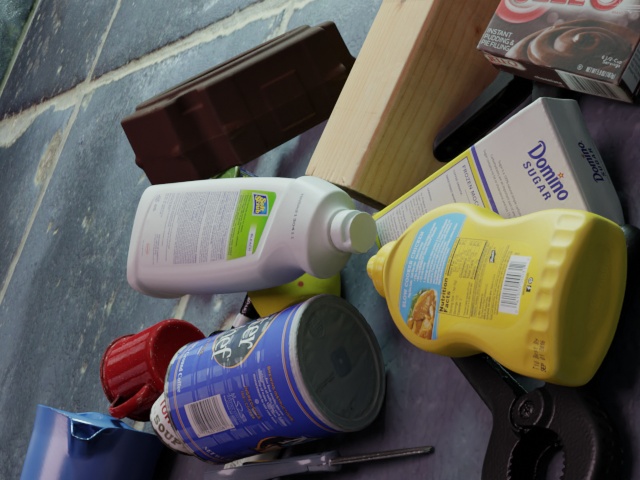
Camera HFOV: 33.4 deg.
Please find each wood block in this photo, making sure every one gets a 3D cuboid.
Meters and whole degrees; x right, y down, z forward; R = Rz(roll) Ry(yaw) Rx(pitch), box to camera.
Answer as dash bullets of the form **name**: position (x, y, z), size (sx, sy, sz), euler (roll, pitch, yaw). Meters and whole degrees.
- **wood block**: position (0.081, -0.123, 0.846), size (0.206, 0.090, 0.091), euler (-66, 26, 0)

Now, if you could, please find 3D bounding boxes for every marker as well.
- **marker**: position (-0.085, 0.102, 1.031), size (0.121, 0.020, 0.020), euler (-64, 27, 1)

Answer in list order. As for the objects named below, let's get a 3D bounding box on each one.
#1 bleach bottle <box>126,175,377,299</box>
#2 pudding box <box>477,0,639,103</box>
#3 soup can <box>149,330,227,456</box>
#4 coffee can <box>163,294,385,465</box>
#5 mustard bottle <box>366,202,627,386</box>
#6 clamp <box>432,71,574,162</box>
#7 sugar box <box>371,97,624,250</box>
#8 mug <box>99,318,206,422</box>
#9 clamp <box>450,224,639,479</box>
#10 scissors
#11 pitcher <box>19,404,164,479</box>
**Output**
- **bleach bottle**: position (-0.056, 0.001, 0.845), size (0.251, 0.067, 0.102), euler (1, 81, 48)
- **pudding box**: position (0.174, -0.147, 0.711), size (0.114, 0.039, 0.090), euler (24, 85, 37)
- **soup can**: position (-0.103, 0.140, 0.977), size (0.102, 0.068, 0.068), euler (-50, 31, 25)
- **coffee can**: position (-0.036, 0.109, 0.819), size (0.141, 0.102, 0.103), euler (-22, 48, 36)
- **mustard bottle**: position (0.093, 0.026, 0.654), size (0.192, 0.058, 0.096), euler (8, 83, 55)
- **clamp**: position (0.148, -0.117, 0.770), size (0.120, 0.039, 0.171), euler (14, 77, 43)
- **sugar box**: position (0.113, -0.013, 0.718), size (0.177, 0.048, 0.093), euler (-33, 67, 43)
- **mug**: position (-0.166, 0.133, 1.060), size (0.082, 0.093, 0.117), euler (-28, 13, 43)
- **clamp**: position (0.139, 0.096, 0.626), size (0.165, 0.036, 0.210), euler (-40, 36, 36)
- **scissors**: position (-0.015, 0.167, 0.790), size (0.202, 0.096, 0.016), euler (-23, 73, 55)
- **pitcher**: position (-0.247, 0.293, 1.064), size (0.145, 0.149, 0.243), euler (3, 74, 45)
